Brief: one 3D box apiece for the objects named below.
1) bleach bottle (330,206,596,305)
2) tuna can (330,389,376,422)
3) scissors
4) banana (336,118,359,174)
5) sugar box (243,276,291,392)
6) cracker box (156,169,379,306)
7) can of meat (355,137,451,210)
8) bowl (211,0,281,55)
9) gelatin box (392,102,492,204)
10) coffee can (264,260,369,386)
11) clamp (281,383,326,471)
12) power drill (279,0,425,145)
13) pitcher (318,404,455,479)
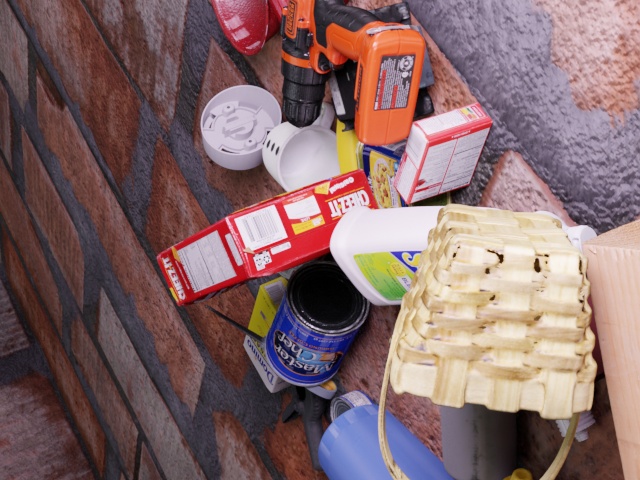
[{"bbox_3d":[0.129,0.007,0.961,0.251,0.068,0.102,-7,129,46],"label":"bleach bottle"},{"bbox_3d":[0.049,0.237,1.374,0.086,0.033,0.086,43,143,44],"label":"tuna can"},{"bbox_3d":[-0.055,0.136,1.399,0.202,0.096,0.016,38,110,11],"label":"scissors"},{"bbox_3d":[0.049,-0.068,1.159,0.070,0.037,0.198,-3,103,61],"label":"banana"},{"bbox_3d":[-0.062,0.137,1.511,0.093,0.048,0.176,58,151,24],"label":"sugar box"},{"bbox_3d":[-0.057,0.001,1.126,0.214,0.163,0.072,-23,89,61],"label":"cracker box"},{"bbox_3d":[0.085,-0.055,1.073,0.084,0.057,0.102,29,133,51],"label":"can of meat"},{"bbox_3d":[-0.076,-0.297,1.222,0.162,0.055,0.162,46,145,44],"label":"bowl"},{"bbox_3d":[0.111,-0.079,0.984,0.030,0.073,0.089,56,152,30],"label":"gelatin box"},{"bbox_3d":[-0.007,0.104,1.312,0.103,0.102,0.140,59,152,23],"label":"coffee can"},{"bbox_3d":[-0.015,0.239,1.495,0.120,0.039,0.171,49,147,36],"label":"clamp"},{"bbox_3d":[0.018,-0.160,0.986,0.188,0.057,0.184,47,140,47],"label":"power drill"},{"bbox_3d":[0.100,0.304,1.224,0.243,0.144,0.149,44,114,50],"label":"pitcher"}]
